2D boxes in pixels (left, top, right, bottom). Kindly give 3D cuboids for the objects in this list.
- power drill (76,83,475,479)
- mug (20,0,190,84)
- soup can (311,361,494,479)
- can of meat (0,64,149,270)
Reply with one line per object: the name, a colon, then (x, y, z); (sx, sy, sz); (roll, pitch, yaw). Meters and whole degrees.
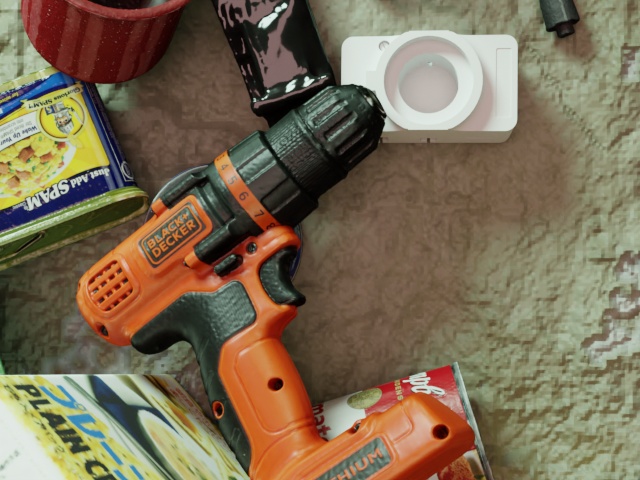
power drill: (-0.009, 0.038, 0.512); (0.184, 0.057, 0.188); (-38, 67, 10)
mug: (-0.101, -0.140, 0.549); (0.093, 0.082, 0.117); (43, 63, 0)
soup can: (0.033, 0.110, 0.554); (0.102, 0.068, 0.068); (-17, 86, 6)
can of meat: (-0.156, -0.040, 0.579); (0.102, 0.057, 0.084); (-22, 83, -10)
